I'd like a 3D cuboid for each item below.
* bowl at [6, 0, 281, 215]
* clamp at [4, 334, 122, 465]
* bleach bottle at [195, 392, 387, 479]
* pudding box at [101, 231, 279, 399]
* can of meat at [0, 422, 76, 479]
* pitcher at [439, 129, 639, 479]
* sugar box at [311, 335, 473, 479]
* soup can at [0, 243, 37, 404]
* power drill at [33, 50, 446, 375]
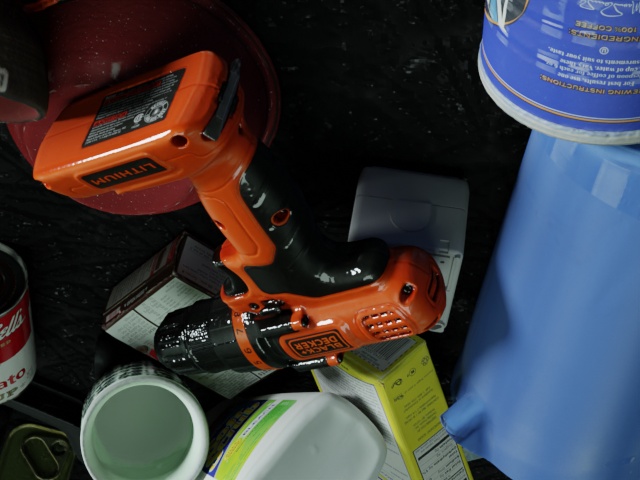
[{"bbox_3d":[-0.104,-0.064,0.563,0.162,0.055,0.162,5,138,4],"label":"bowl"},{"bbox_3d":[-0.160,0.133,0.808,0.120,0.039,0.171,-19,131,32],"label":"clamp"},{"bbox_3d":[-0.051,0.151,0.718,0.068,0.102,0.251,45,158,-11],"label":"bleach bottle"},{"bbox_3d":[-0.073,0.052,0.701,0.113,0.039,0.090,32,133,-27],"label":"pudding box"},{"bbox_3d":[-0.239,0.213,0.864,0.057,0.102,0.084,16,140,-9],"label":"can of meat"},{"bbox_3d":[0.159,0.014,0.563,0.145,0.149,0.243,18,137,13],"label":"pitcher"},{"bbox_3d":[0.049,0.124,0.684,0.093,0.048,0.176,28,149,50],"label":"sugar box"},{"bbox_3d":[-0.226,0.057,0.711,0.068,0.068,0.102,10,139,-1],"label":"soup can"},{"bbox_3d":[-0.054,0.001,0.542,0.185,0.057,0.187,-16,134,30],"label":"power drill"}]
